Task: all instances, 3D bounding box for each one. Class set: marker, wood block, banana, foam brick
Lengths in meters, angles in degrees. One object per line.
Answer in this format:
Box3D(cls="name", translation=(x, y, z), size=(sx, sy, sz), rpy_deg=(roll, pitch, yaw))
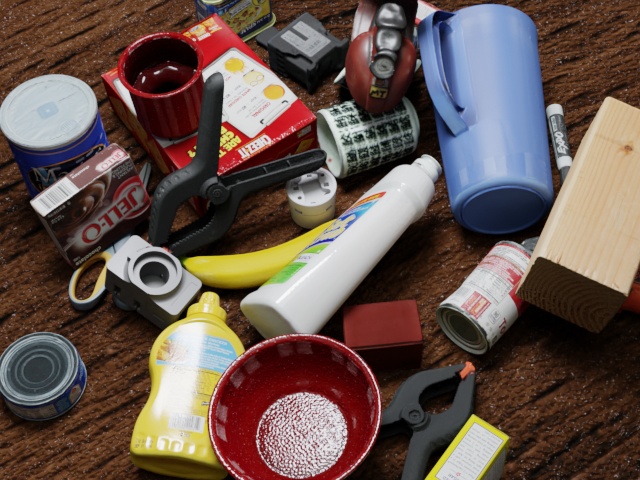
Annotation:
Box3D(cls="marker", translation=(0.277, -0.106, 1.223), size=(0.020, 0.020, 0.121), rpy_deg=(-2, 54, 1))
Box3D(cls="wood block", translation=(0.278, -0.026, 1.049), size=(0.091, 0.090, 0.206), rpy_deg=(25, 62, 8))
Box3D(cls="banana", translation=(-0.058, 0.017, 1.142), size=(0.197, 0.037, 0.069), rpy_deg=(-10, 55, -4))
Box3D(cls="foam brick", translation=(0.061, 0.097, 1.070), size=(0.078, 0.053, 0.051), rpy_deg=(-5, 55, -2))

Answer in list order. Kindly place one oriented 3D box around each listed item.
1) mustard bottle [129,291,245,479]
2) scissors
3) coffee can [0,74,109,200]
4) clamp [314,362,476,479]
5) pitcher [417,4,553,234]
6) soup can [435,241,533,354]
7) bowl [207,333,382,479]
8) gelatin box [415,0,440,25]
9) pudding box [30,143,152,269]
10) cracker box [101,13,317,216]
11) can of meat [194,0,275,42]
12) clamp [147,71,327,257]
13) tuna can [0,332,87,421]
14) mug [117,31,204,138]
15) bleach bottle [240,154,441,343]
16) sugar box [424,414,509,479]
Box3D(cls="mustard bottle", translation=(-0.123, 0.135, 1.047), size=(0.096, 0.058, 0.191), rpy_deg=(9, 55, -3))
Box3D(cls="scissors", translation=(-0.202, 0.000, 1.174), size=(0.096, 0.016, 0.201), rpy_deg=(21, 58, 15))
Box3D(cls="coffee can", translation=(-0.282, -0.096, 1.170), size=(0.103, 0.140, 0.103), rpy_deg=(-1, 55, 2))
Box3D(cls="clamp", translation=(0.093, 0.185, 1.014), size=(0.171, 0.039, 0.120), rpy_deg=(-33, 60, -14))
Box3D(cls="pitcher", translation=(0.181, -0.136, 1.178), size=(0.149, 0.145, 0.243), rpy_deg=(-1, 57, -2))
Box3D(cls="soup can", translation=(0.173, 0.058, 1.082), size=(0.069, 0.068, 0.102), rpy_deg=(35, 64, 24))
Box3D(cls="bowl", translation=(-0.021, 0.169, 0.989), size=(0.162, 0.055, 0.162), rpy_deg=(-4, 55, 6))
Box3D(cls="gelatin box", translation=(0.155, -0.260, 1.301), size=(0.073, 0.089, 0.030), rpy_deg=(35, 105, 26))
Box3D(cls="pudding box", translation=(-0.241, -0.037, 1.137), size=(0.113, 0.090, 0.039), rpy_deg=(-36, 50, -16))
Box3D(cls="cracker box", translation=(-0.129, -0.147, 1.242), size=(0.164, 0.072, 0.214), rpy_deg=(-32, 60, -16))
Box3D(cls="can of meat", translation=(-0.109, -0.297, 1.339), size=(0.102, 0.084, 0.057), rpy_deg=(-34, 60, -19))
Box3D(cls="clamp", translation=(-0.116, -0.066, 1.117), size=(0.210, 0.164, 0.036), rpy_deg=(-42, 34, 8))
Box3D(cls="tuna can", translation=(-0.280, 0.135, 1.071), size=(0.086, 0.034, 0.086), rpy_deg=(-1, 55, 2))
Box3D(cls="mug", translation=(-0.172, -0.174, 1.169), size=(0.093, 0.081, 0.117), rpy_deg=(-25, 59, -11))
Box3D(cls="bleach bottle", translation=(0.033, 0.003, 1.100), size=(0.250, 0.103, 0.068), rpy_deg=(-45, 103, -22))
Box3D(cls="sugar box", translation=(0.099, 0.246, 0.937), size=(0.048, 0.093, 0.176), rpy_deg=(33, 62, 24))
